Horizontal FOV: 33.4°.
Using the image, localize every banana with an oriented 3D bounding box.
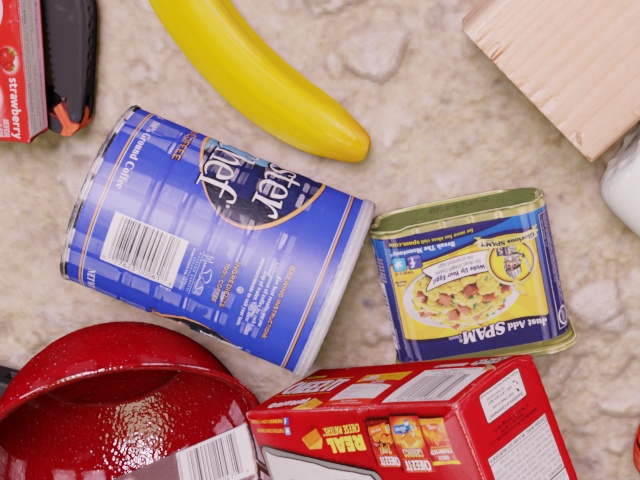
[{"bbox_3d":[-0.048,-0.116,0.568,0.070,0.037,0.197,-18,112,41],"label":"banana"}]

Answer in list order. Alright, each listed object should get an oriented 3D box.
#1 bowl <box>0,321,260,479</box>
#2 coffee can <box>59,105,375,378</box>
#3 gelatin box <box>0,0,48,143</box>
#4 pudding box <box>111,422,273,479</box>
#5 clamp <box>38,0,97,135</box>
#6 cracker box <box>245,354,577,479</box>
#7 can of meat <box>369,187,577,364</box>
[{"bbox_3d":[-0.117,0.094,0.611,0.162,0.055,0.162,-10,143,-8],"label":"bowl"},{"bbox_3d":[-0.054,0.001,0.576,0.140,0.102,0.103,22,107,0],"label":"coffee can"},{"bbox_3d":[-0.186,-0.099,0.563,0.073,0.030,0.089,5,113,8],"label":"gelatin box"},{"bbox_3d":[-0.069,0.159,0.634,0.113,0.039,0.090,-23,143,14],"label":"pudding box"},{"bbox_3d":[-0.194,-0.150,0.583,0.165,0.036,0.210,-19,103,11],"label":"clamp"},{"bbox_3d":[0.067,0.170,0.555,0.164,0.071,0.214,-14,99,50],"label":"cracker box"},{"bbox_3d":[0.083,0.021,0.591,0.102,0.057,0.084,-11,103,10],"label":"can of meat"}]
